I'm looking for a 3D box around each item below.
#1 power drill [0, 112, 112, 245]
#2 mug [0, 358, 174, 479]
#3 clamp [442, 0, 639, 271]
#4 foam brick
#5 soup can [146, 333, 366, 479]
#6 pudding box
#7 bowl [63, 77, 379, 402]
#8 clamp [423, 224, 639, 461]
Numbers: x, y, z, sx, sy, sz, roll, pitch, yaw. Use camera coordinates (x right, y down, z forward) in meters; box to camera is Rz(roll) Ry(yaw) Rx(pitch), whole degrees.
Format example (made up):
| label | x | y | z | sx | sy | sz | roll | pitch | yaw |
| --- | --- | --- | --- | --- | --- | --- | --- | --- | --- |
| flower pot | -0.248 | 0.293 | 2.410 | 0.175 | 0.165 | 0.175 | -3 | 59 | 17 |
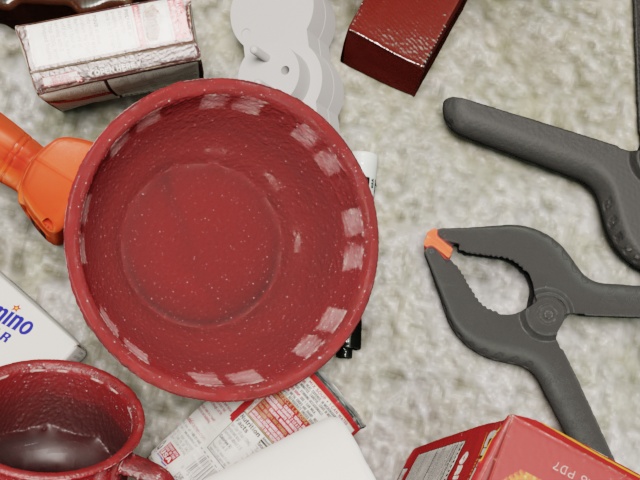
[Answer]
| label | x | y | z | sx | sy | sz | roll | pitch | yaw |
| --- | --- | --- | --- | --- | --- | --- | --- | --- | --- |
| power drill | -0.198 | -0.074 | 0.553 | 0.187 | 0.184 | 0.057 | 36 | 82 | -6 |
| mug | -0.127 | 0.122 | 0.536 | 0.117 | 0.093 | 0.081 | 14 | 118 | 5 |
| clamp | 0.182 | -0.044 | 0.628 | 0.164 | 0.036 | 0.210 | -29 | 83 | -7 |
| foam brick | 0.053 | -0.134 | 0.629 | 0.051 | 0.053 | 0.078 | 29 | 81 | 2 |
| soup can | -0.035 | 0.109 | 0.577 | 0.102 | 0.068 | 0.068 | -41 | 85 | -8 |
| pudding box | -0.111 | -0.101 | 0.586 | 0.090 | 0.113 | 0.039 | -13 | 95 | -5 |
| bowl | -0.054 | 0.001 | 0.550 | 0.161 | 0.055 | 0.162 | 1 | 86 | -21 |
| clamp | 0.128 | 0.054 | 0.609 | 0.171 | 0.039 | 0.120 | 25 | 80 | 9 |
